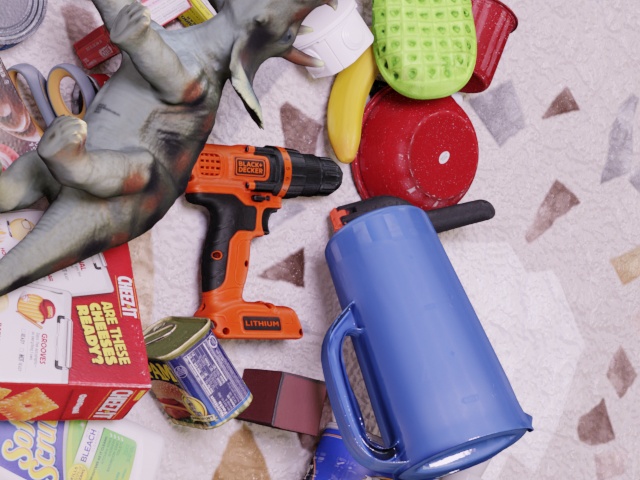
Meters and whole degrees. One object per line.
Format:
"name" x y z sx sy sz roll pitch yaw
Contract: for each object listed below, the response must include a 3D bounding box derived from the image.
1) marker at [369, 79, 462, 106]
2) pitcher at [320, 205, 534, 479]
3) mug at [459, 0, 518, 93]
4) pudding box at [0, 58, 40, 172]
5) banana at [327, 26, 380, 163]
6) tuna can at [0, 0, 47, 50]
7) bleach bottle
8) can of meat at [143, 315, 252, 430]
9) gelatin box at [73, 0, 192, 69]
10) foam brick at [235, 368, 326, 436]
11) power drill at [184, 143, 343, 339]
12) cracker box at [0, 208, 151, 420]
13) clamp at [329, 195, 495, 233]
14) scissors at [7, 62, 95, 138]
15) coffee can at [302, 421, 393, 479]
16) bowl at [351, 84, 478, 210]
"marker" 0.101 -0.157 1.152 0.120 0.020 0.020 3 85 -33
"pitcher" 0.081 0.095 0.982 0.149 0.145 0.243 33 33 -63
"mug" 0.160 -0.208 1.161 0.081 0.093 0.117 -68 155 -12
"pudding box" -0.288 -0.090 0.883 0.089 0.039 0.113 -31 103 -30
"banana" 0.050 -0.167 1.094 0.197 0.070 0.037 -57 144 -17
"tuna can" -0.277 -0.205 0.901 0.085 0.034 0.086 3 85 -33
"bleach bottle" -0.257 0.163 0.873 0.250 0.068 0.102 26 71 -27
"can of meat" -0.117 0.117 0.943 0.057 0.102 0.084 -40 110 -29
"gelatin box" -0.167 -0.190 0.948 0.089 0.073 0.030 -40 108 -28
"foam brick" -0.038 0.151 1.005 0.052 0.078 0.051 18 78 -29
"power drill" -0.057 0.001 1.018 0.184 0.057 0.187 2 84 -33
"cracker box" -0.254 0.056 0.841 0.213 0.072 0.164 7 53 -33
"clamp" 0.094 -0.012 1.096 0.171 0.039 0.120 19 114 -30
"scissors" -0.199 -0.068 0.914 0.201 0.096 0.016 59 39 -12
"coffee can" 0.025 0.259 1.023 0.102 0.103 0.140 34 69 -26
"bowl" 0.113 -0.090 1.121 0.161 0.055 0.162 -4 98 -32
